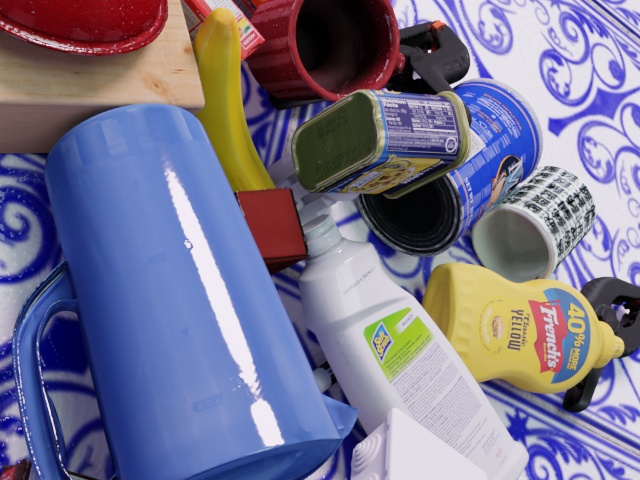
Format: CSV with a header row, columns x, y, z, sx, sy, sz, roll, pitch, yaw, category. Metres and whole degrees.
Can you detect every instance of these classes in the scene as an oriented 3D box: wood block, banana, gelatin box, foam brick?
x,y,z,sx,sy,sz,roll,pitch,yaw,category
-0.189,-0.110,0.670,0.205,0.091,0.090,-5,76,-40,wood block
-0.057,-0.075,0.758,0.037,0.070,0.198,-61,140,-44,banana
-0.091,-0.151,0.768,0.073,0.089,0.030,50,59,-13,gelatin box
-0.055,0.001,0.745,0.052,0.078,0.051,-7,77,-43,foam brick

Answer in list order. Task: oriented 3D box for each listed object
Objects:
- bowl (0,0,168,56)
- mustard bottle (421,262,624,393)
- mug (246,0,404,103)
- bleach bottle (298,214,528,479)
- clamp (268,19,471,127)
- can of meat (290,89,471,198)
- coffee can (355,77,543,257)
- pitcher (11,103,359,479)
x,y,z,sx,sy,sz,roll,pitch,yaw,category
-0.156,-0.184,0.635,0.162,0.055,0.162,21,41,-20,bowl
0.176,0.079,0.894,0.191,0.058,0.096,10,81,-26,mustard bottle
0.007,-0.142,0.782,0.117,0.082,0.093,9,89,-32,mug
0.059,0.090,0.789,0.102,0.068,0.251,-41,107,-40,bleach bottle
0.077,-0.138,0.887,0.209,0.165,0.036,-40,139,-49,clamp
0.040,-0.068,0.757,0.083,0.102,0.057,-2,75,-38,can of meat
0.108,-0.063,0.888,0.140,0.103,0.103,-38,98,-42,coffee can
-0.096,0.044,0.645,0.149,0.145,0.243,15,48,-57,pitcher
